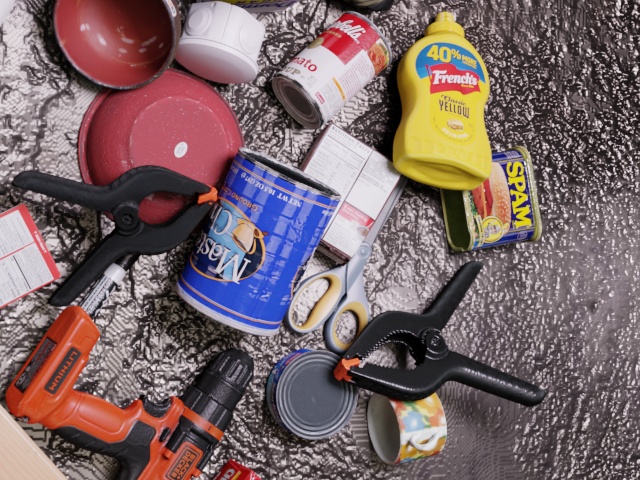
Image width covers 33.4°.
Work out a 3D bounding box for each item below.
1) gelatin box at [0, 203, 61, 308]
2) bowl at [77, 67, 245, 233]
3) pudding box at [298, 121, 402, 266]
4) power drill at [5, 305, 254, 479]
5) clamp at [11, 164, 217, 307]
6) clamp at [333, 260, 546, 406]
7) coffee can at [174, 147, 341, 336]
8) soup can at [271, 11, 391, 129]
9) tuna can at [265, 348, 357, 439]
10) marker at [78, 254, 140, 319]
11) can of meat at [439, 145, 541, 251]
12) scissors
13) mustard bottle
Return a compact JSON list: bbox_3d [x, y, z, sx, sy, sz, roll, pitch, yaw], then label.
[{"bbox_3d":[-0.282,0.019,0.925,0.089,0.030,0.073,-29,101,-22],"label":"gelatin box"},{"bbox_3d":[-0.136,-0.083,0.977,0.161,0.055,0.162,0,89,-23],"label":"bowl"},{"bbox_3d":[0.017,-0.046,1.044,0.090,0.039,0.113,32,74,-7],"label":"pudding box"},{"bbox_3d":[-0.165,0.139,0.945,0.187,0.057,0.184,40,74,-25],"label":"power drill"},{"bbox_3d":[-0.173,-0.009,0.924,0.171,0.039,0.120,-7,107,-11],"label":"clamp"},{"bbox_3d":[0.115,0.114,1.048,0.209,0.036,0.165,-17,65,-29],"label":"clamp"},{"bbox_3d":[-0.056,0.001,0.961,0.102,0.103,0.140,22,99,-21],"label":"coffee can"},{"bbox_3d":[0.011,-0.164,1.035,0.102,0.069,0.068,-44,105,-18],"label":"soup can"},{"bbox_3d":[-0.009,0.148,1.036,0.086,0.034,0.086,1,88,-23],"label":"tuna can"},{"bbox_3d":[-0.201,0.050,0.964,0.020,0.020,0.121,39,74,-18],"label":"marker"},{"bbox_3d":[0.174,-0.042,1.109,0.083,0.058,0.102,-10,92,-20],"label":"can of meat"},{"bbox_3d":[0.048,0.031,1.073,0.201,0.016,0.096,-43,103,-18],"label":"scissors"},{"bbox_3d":[0.123,-0.148,1.070,0.096,0.058,0.191,13,62,-16],"label":"mustard bottle"}]
